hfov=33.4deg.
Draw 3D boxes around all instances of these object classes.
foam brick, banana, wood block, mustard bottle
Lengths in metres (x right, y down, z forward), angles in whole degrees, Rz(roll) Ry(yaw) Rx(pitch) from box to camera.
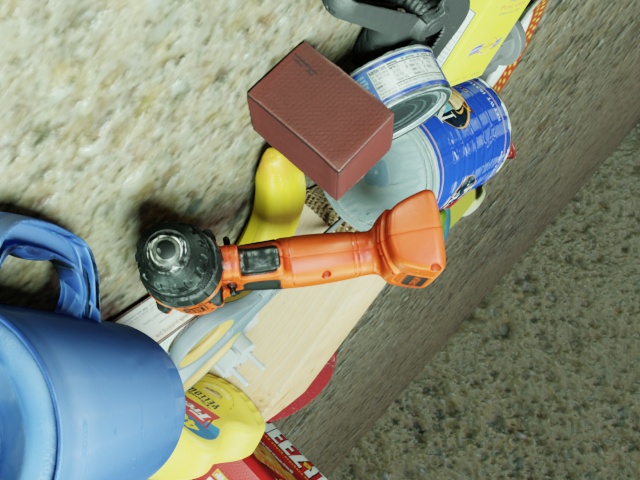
[{"bbox_3d":[0.001,-0.073,0.662,0.053,0.078,0.051,-45,165,-13],"label":"foam brick"},{"bbox_3d":[-0.046,-0.004,0.798,0.069,0.037,0.198,-37,163,-46],"label":"banana"},{"bbox_3d":[-0.017,0.053,0.939,0.090,0.091,0.206,-28,156,-55],"label":"wood block"},{"bbox_3d":[-0.121,0.151,0.860,0.058,0.096,0.191,-61,163,10],"label":"mustard bottle"}]

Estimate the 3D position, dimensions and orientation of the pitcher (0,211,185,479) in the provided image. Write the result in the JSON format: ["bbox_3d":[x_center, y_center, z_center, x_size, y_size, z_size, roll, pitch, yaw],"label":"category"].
[{"bbox_3d":[-0.152,0.086,0.566,0.149,0.145,0.242,-35,171,5],"label":"pitcher"}]

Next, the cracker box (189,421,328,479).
[{"bbox_3d":[-0.075,0.255,1.175,0.072,0.164,0.213,-47,166,5],"label":"cracker box"}]

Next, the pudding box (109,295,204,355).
[{"bbox_3d":[-0.137,0.085,0.771,0.113,0.039,0.090,-38,164,-41],"label":"pudding box"}]

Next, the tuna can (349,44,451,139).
[{"bbox_3d":[0.045,-0.095,0.725,0.086,0.034,0.086,-26,169,-6],"label":"tuna can"}]

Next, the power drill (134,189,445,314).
[{"bbox_3d":[-0.019,0.008,0.675,0.187,0.057,0.184,-6,174,-2],"label":"power drill"}]

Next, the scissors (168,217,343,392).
[{"bbox_3d":[-0.047,0.037,0.798,0.201,0.016,0.096,-47,166,-5],"label":"scissors"}]

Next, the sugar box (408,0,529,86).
[{"bbox_3d":[0.134,-0.197,0.795,0.093,0.048,0.176,-29,159,-53],"label":"sugar box"}]

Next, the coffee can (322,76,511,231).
[{"bbox_3d":[0.077,-0.072,0.848,0.140,0.103,0.103,-30,158,-52],"label":"coffee can"}]

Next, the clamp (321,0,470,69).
[{"bbox_3d":[0.057,-0.151,0.702,0.164,0.036,0.210,-33,167,-19],"label":"clamp"}]
